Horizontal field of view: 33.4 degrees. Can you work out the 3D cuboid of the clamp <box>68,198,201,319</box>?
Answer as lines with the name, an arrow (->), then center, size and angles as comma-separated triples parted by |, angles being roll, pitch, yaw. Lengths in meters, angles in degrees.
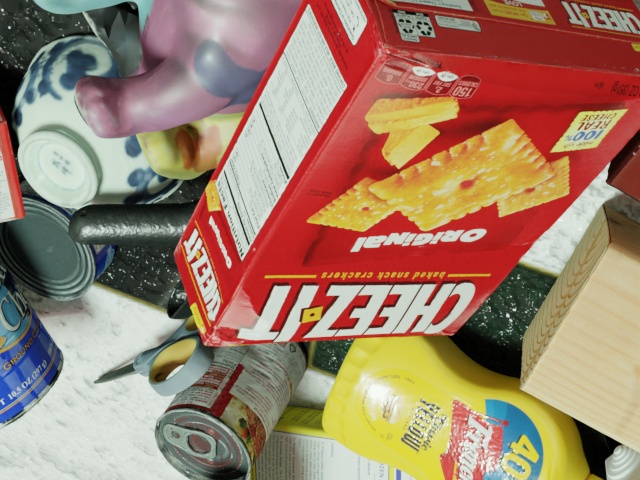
clamp -> -0.054, 0.001, 0.660 | 0.172, 0.039, 0.120 | -12, 149, 14

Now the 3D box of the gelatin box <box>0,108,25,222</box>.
gelatin box -> -0.218, -0.064, 0.681 | 0.089, 0.030, 0.073 | -127, 29, -44

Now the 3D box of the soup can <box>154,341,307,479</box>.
soup can -> -0.057, 0.105, 0.713 | 0.068, 0.102, 0.068 | 13, 129, 17

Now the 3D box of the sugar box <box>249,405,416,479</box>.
sugar box -> 0.038, 0.171, 0.738 | 0.176, 0.048, 0.093 | 4, 102, 21

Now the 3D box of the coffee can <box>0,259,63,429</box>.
coffee can -> -0.253, 0.051, 0.723 | 0.103, 0.102, 0.140 | -7, 123, 30

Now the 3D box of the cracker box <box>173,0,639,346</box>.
cracker box -> 0.043, -0.032, 0.522 | 0.163, 0.072, 0.214 | 1, 142, -30

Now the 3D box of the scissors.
scissors -> -0.108, 0.072, 0.760 | 0.016, 0.096, 0.202 | 44, 162, -16

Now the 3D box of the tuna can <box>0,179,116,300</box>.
tuna can -> -0.186, -0.002, 0.741 | 0.086, 0.033, 0.086 | 13, 129, 17

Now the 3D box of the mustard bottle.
mustard bottle -> 0.098, 0.124, 0.649 | 0.192, 0.058, 0.096 | 30, 109, 20
